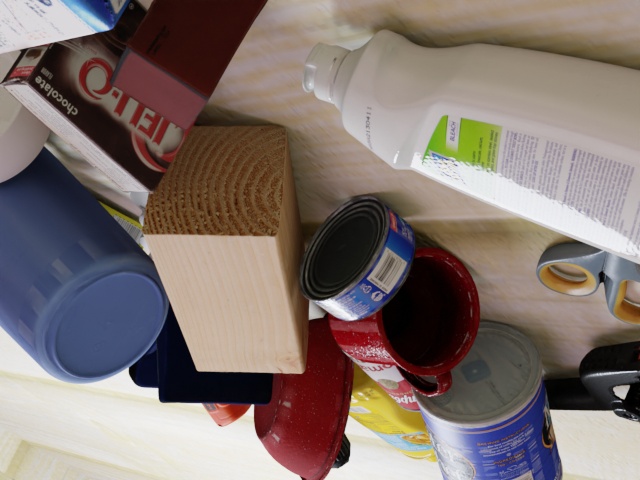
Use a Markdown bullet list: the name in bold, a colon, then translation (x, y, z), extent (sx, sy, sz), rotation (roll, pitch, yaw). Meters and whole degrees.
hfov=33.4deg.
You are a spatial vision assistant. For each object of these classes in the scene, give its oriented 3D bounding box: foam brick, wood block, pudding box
- **foam brick**: translation (-0.072, -0.112, 0.587), extent (0.053, 0.078, 0.051), rotation (32, 157, -10)
- **wood block**: translation (-0.061, 0.013, 0.784), extent (0.091, 0.090, 0.206), rotation (0, 148, 5)
- **pudding box**: translation (-0.128, -0.096, 0.662), extent (0.039, 0.090, 0.113), rotation (1, 147, 46)

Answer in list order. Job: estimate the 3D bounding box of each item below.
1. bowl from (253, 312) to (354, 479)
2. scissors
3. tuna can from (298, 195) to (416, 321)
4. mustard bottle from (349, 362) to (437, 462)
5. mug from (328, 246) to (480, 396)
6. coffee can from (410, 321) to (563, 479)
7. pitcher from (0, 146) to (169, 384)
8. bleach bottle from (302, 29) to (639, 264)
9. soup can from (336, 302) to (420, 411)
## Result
- **bowl**: translation (-0.022, 0.138, 0.966), extent (0.055, 0.162, 0.162), rotation (11, 162, -16)
- **scissors**: translation (0.170, -0.002, 0.658), extent (0.096, 0.016, 0.201), rotation (12, 154, 29)
- **tuna can**: translation (0.026, 0.013, 0.749), extent (0.033, 0.086, 0.086), rotation (36, 156, -29)
- **mustard bottle**: translation (0.079, 0.177, 1.091), extent (0.096, 0.058, 0.191), rotation (-6, 142, 45)
- **mug**: translation (0.064, 0.064, 0.804), extent (0.082, 0.093, 0.117), rotation (-6, 112, 60)
- **coffee can**: translation (0.138, 0.150, 0.871), extent (0.103, 0.102, 0.140), rotation (11, 139, 32)
- **pitcher**: translation (-0.215, 0.006, 0.832), extent (0.243, 0.149, 0.145), rotation (37, 145, 39)
- **bleach bottle**: translation (0.106, -0.057, 0.541), extent (0.251, 0.068, 0.102), rotation (22, 144, 20)
- **soup can**: translation (0.066, 0.092, 0.908), extent (0.069, 0.068, 0.102), rotation (4, 149, 42)
